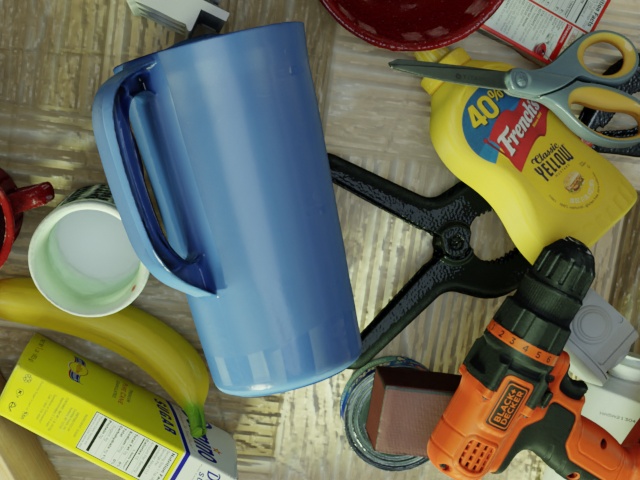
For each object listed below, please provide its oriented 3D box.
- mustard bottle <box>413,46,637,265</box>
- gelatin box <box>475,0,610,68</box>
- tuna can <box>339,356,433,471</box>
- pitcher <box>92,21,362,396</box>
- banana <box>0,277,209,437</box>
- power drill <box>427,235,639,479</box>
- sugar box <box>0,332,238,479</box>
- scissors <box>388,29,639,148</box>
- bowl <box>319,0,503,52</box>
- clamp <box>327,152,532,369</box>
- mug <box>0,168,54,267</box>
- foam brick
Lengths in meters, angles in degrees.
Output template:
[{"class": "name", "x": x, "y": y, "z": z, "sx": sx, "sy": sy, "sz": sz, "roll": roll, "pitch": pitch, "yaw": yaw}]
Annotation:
[{"class": "mustard bottle", "x": 0.137, "y": -0.073, "z": 0.782, "sx": 0.096, "sy": 0.058, "sz": 0.191, "roll": -39, "pitch": 85, "yaw": -23}, {"class": "gelatin box", "x": 0.163, "y": -0.174, "z": 0.796, "sx": 0.089, "sy": 0.030, "sz": 0.073, "roll": 27, "pitch": 95, "yaw": -11}, {"class": "tuna can", "x": 0.058, "y": 0.135, "z": 0.835, "sx": 0.086, "sy": 0.034, "sz": 0.086, "roll": -1, "pitch": 100, "yaw": -6}, {"class": "pitcher", "x": -0.056, "y": -0.019, "z": 0.729, "sx": 0.149, "sy": 0.145, "sz": 0.243, "roll": -14, "pitch": 96, "yaw": -4}, {"class": "banana", "x": -0.157, "y": 0.070, "z": 0.786, "sx": 0.198, "sy": 0.069, "sz": 0.037, "roll": 29, "pitch": 118, "yaw": -1}, {"class": "power drill", "x": 0.188, "y": 0.109, "z": 0.752, "sx": 0.187, "sy": 0.057, "sz": 0.184, "roll": 26, "pitch": 100, "yaw": -18}, {"class": "sugar box", "x": -0.146, "y": 0.135, "z": 0.784, "sx": 0.176, "sy": 0.093, "sz": 0.048, "roll": 27, "pitch": 96, "yaw": -11}, {"class": "scissors", "x": 0.151, "y": -0.127, "z": 0.761, "sx": 0.201, "sy": 0.016, "sz": 0.096, "roll": 21, "pitch": 72, "yaw": -12}, {"class": "bowl", "x": 0.061, "y": -0.217, "z": 0.760, "sx": 0.162, "sy": 0.055, "sz": 0.162, "roll": -2, "pitch": 105, "yaw": -9}, {"class": "clamp", "x": 0.092, "y": -0.007, "z": 0.813, "sx": 0.210, "sy": 0.036, "sz": 0.164, "roll": -16, "pitch": 95, "yaw": -7}, {"class": "mug", "x": -0.245, "y": -0.020, "z": 0.752, "sx": 0.117, "sy": 0.081, "sz": 0.093, "roll": -19, "pitch": 101, "yaw": -2}, {"class": "foam brick", "x": 0.077, "y": 0.128, "z": 0.791, "sx": 0.078, "sy": 0.053, "sz": 0.051, "roll": 7, "pitch": 99, "yaw": -6}]
